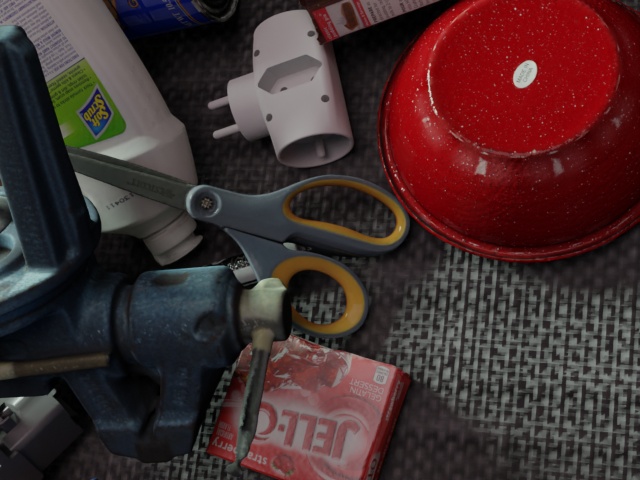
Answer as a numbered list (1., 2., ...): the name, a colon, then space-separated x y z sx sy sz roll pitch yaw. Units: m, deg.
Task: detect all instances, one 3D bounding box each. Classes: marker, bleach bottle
1. marker: -0.066 0.023 0.600 0.121 0.020 0.020 -17 70 15
2. bleach bottle: -0.152 -0.091 0.579 0.103 0.068 0.251 -28 106 20

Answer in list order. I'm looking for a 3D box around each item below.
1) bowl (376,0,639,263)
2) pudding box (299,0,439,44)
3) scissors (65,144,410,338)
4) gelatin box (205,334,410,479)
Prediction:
1. bowl: 0.103 -0.073 0.535 0.162 0.055 0.162 -5 70 13
2. pudding box: 0.032 -0.166 0.585 0.090 0.039 0.113 -18 42 16
3. scissors: -0.054 0.001 0.560 0.201 0.016 0.096 3 89 -5
4. gelatin box: -0.006 0.090 0.553 0.089 0.030 0.073 16 81 24
